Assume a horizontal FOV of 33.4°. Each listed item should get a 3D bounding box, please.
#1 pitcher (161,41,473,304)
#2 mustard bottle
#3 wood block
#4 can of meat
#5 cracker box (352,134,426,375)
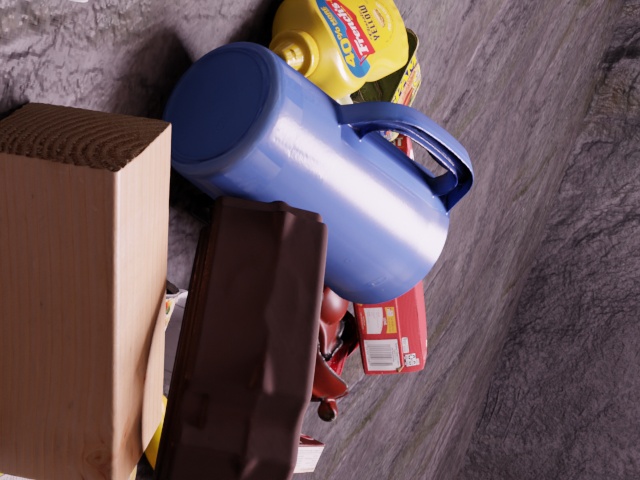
[{"bbox_3d":[-0.001,-0.055,0.828,0.242,0.145,0.149,35,83,-49],"label":"pitcher"},{"bbox_3d":[0.008,-0.171,0.911,0.191,0.058,0.096,-36,103,-56],"label":"mustard bottle"},{"bbox_3d":[-0.145,0.034,0.631,0.090,0.091,0.206,-64,161,-64],"label":"wood block"},{"bbox_3d":[0.066,-0.163,1.121,0.102,0.057,0.084,-65,163,-14],"label":"can of meat"},{"bbox_3d":[0.073,0.010,1.133,0.213,0.072,0.164,-84,168,-51],"label":"cracker box"}]
